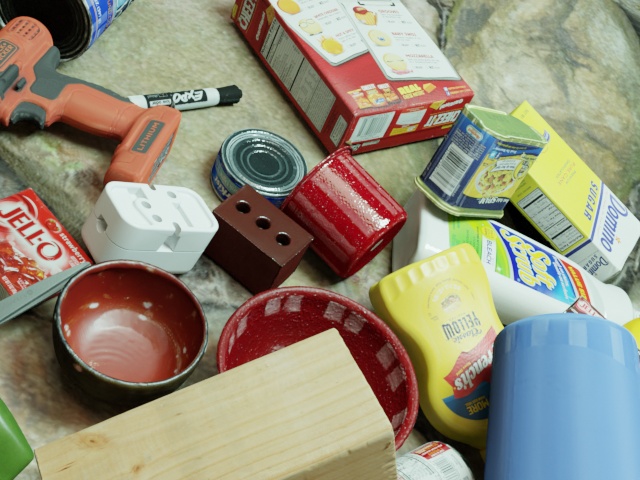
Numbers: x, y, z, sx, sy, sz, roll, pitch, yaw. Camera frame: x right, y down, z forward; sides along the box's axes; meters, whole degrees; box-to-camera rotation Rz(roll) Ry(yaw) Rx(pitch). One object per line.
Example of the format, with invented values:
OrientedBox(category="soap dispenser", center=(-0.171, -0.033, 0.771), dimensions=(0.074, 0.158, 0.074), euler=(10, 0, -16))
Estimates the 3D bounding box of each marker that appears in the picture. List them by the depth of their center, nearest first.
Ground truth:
OrientedBox(category="marker", center=(-0.127, -0.133, 1.009), dimensions=(0.120, 0.020, 0.020), euler=(-12, 58, -34))

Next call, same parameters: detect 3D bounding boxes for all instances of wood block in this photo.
OrientedBox(category="wood block", center=(-0.062, 0.150, 0.681), dimensions=(0.206, 0.091, 0.090), euler=(-21, 49, -12))

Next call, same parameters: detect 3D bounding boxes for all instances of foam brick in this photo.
OrientedBox(category="foam brick", center=(-0.056, 0.001, 0.903), dimensions=(0.078, 0.051, 0.052), euler=(38, 45, 9))

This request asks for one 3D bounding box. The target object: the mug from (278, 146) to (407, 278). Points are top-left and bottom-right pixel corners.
OrientedBox(category="mug", center=(0.024, -0.022, 0.947), dimensions=(0.081, 0.093, 0.117), euler=(46, 11, 10))

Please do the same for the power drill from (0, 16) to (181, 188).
OrientedBox(category="power drill", center=(-0.227, -0.098, 0.904), dimensions=(0.187, 0.057, 0.184), euler=(28, 49, -2))

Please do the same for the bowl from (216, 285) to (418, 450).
OrientedBox(category="bowl", center=(-0.008, 0.115, 0.821), dimensions=(0.162, 0.055, 0.162), euler=(12, 49, -14))

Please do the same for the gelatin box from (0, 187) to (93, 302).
OrientedBox(category="gelatin box", center=(-0.233, 0.007, 0.827), dimensions=(0.073, 0.030, 0.089), euler=(-27, 67, -40))

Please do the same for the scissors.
OrientedBox(category="scissors", center=(-0.244, 0.080, 0.748), dimensions=(0.201, 0.016, 0.096), euler=(-15, 65, -23))

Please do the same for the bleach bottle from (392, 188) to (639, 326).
OrientedBox(category="bleach bottle", center=(0.191, 0.038, 0.985), dimensions=(0.250, 0.068, 0.102), euler=(20, 42, -13))

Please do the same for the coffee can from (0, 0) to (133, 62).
OrientedBox(category="coffee can", center=(-0.227, -0.246, 1.002), dimensions=(0.103, 0.103, 0.140), euler=(28, 45, -1))

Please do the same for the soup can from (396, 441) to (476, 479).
OrientedBox(category="soup can", center=(0.058, 0.194, 0.777), dimensions=(0.102, 0.069, 0.068), euler=(-17, 61, -36))

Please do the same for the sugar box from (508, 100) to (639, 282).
OrientedBox(category="sugar box", center=(0.234, -0.047, 1.045), dimensions=(0.176, 0.048, 0.093), euler=(44, 43, -1))

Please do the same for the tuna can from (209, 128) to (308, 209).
OrientedBox(category="tuna can", center=(-0.055, -0.061, 0.971), dimensions=(0.086, 0.034, 0.086), euler=(13, 47, -15))

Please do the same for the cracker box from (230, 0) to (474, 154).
OrientedBox(category="cracker box", center=(0.030, -0.191, 1.100), dimensions=(0.163, 0.072, 0.214), euler=(-16, 59, -36))

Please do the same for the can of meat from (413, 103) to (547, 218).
OrientedBox(category="can of meat", center=(0.145, -0.070, 0.956), dimensions=(0.101, 0.084, 0.057), euler=(1, 37, -48))

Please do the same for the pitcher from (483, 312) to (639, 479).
OrientedBox(category="pitcher", center=(0.181, 0.185, 0.770), dimensions=(0.145, 0.149, 0.243), euler=(10, 63, -9))

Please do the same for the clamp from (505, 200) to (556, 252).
OrientedBox(category="clamp", center=(0.195, -0.044, 1.075), dimensions=(0.120, 0.039, 0.171), euler=(37, 45, -11))

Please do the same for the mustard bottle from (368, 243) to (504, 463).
OrientedBox(category="mustard bottle", center=(0.120, 0.105, 0.871), dimensions=(0.096, 0.058, 0.191), euler=(-22, 82, -22))
